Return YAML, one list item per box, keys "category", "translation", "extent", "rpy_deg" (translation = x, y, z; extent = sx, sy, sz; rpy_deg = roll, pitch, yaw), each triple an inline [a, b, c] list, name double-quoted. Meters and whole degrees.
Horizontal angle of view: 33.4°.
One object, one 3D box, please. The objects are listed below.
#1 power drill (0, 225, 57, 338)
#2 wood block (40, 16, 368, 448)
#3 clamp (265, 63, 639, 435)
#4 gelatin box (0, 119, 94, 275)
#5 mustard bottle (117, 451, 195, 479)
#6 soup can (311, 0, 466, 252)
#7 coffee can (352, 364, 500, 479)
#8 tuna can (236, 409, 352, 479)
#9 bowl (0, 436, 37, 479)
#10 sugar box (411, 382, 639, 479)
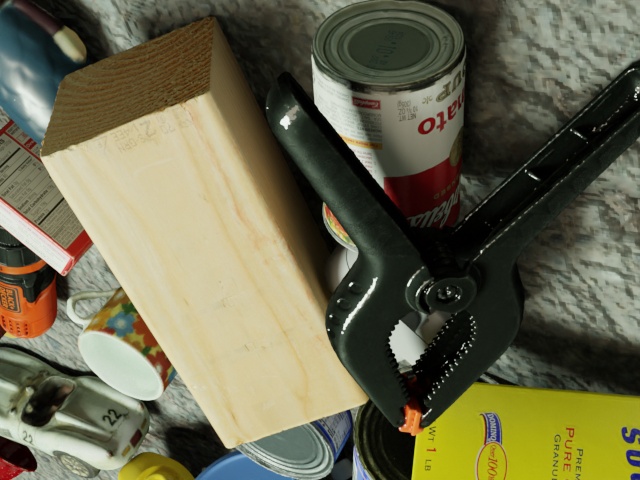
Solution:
- category: "power drill"
  translation: [-0.278, -0.011, 0.765]
  extent: [0.187, 0.057, 0.185]
  rpy_deg: [19, 141, 5]
- category: "wood block"
  translation: [-0.054, 0.001, 0.571]
  extent: [0.090, 0.091, 0.206]
  rpy_deg: [-20, 124, 9]
- category: "clamp"
  translation: [0.062, 0.008, 0.479]
  extent: [0.164, 0.036, 0.210]
  rpy_deg: [-8, 131, -7]
- category: "gelatin box"
  translation: [-0.169, -0.034, 0.662]
  extent: [0.089, 0.073, 0.030]
  rpy_deg: [39, 143, -5]
- category: "mustard bottle"
  translation: [-0.128, 0.225, 0.894]
  extent: [0.096, 0.058, 0.192]
  rpy_deg: [47, 161, 18]
- category: "soup can"
  translation: [0.032, -0.051, 0.490]
  extent: [0.069, 0.068, 0.102]
  rpy_deg: [19, 140, 21]
- category: "coffee can"
  translation: [0.070, 0.157, 0.662]
  extent: [0.103, 0.102, 0.140]
  rpy_deg: [21, 141, 18]
- category: "tuna can"
  translation: [-0.023, 0.112, 0.675]
  extent: [0.086, 0.033, 0.086]
  rpy_deg: [20, 141, 17]
- category: "bowl"
  translation: [-0.347, 0.185, 1.005]
  extent: [0.162, 0.055, 0.162]
  rpy_deg: [39, 172, 6]
- category: "sugar box"
  translation: [0.136, 0.125, 0.541]
  extent: [0.176, 0.093, 0.048]
  rpy_deg: [1, 158, 16]
